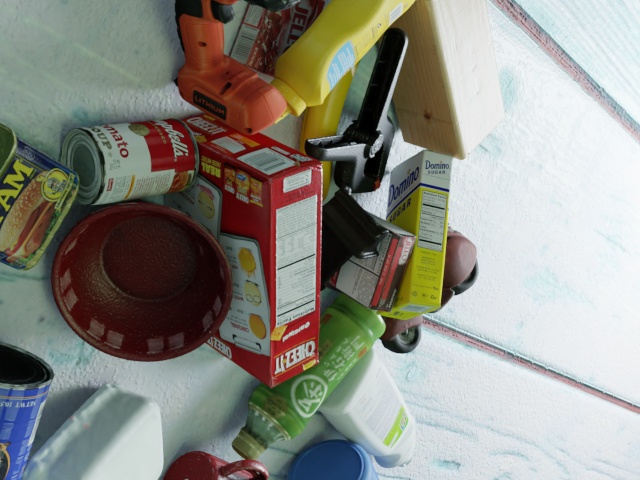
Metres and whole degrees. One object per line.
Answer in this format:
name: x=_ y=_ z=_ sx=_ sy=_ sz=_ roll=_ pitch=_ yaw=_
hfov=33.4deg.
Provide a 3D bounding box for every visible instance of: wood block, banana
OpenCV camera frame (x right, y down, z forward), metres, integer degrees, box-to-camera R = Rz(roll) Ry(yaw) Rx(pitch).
wood block: x=0.128 y=-0.202 z=1.164 sx=0.090 sy=0.091 sz=0.206 roll=-44 pitch=137 yaw=-27
banana: x=0.012 y=-0.134 z=1.119 sx=0.069 sy=0.037 sz=0.198 roll=7 pitch=105 yaw=-49

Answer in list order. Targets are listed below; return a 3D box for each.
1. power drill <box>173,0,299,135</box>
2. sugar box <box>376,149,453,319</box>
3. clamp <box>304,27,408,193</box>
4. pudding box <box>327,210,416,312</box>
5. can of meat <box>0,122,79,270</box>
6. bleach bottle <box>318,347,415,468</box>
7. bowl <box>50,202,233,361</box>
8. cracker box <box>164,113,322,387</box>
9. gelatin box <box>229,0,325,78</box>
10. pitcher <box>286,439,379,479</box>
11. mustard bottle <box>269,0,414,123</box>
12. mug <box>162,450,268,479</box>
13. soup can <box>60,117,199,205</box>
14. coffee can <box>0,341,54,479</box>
power drill: x=-0.077 y=-0.182 z=0.898 sx=0.057 sy=0.185 sz=0.187 roll=-39 pitch=144 yaw=-26
sugar box: x=0.105 y=-0.005 z=1.198 sx=0.048 sy=0.093 sz=0.176 roll=9 pitch=75 yaw=-19
clamp: x=0.038 y=-0.101 z=1.112 sx=0.164 sy=0.036 sz=0.210 roll=-51 pitch=160 yaw=-24
pudding box: x=0.048 y=0.018 z=1.179 sx=0.039 sy=0.114 sz=0.090 roll=10 pitch=103 yaw=-39
can of meat: x=-0.256 y=-0.034 z=0.869 sx=0.102 sy=0.058 sz=0.083 roll=-60 pitch=143 yaw=-4
bleach bottle: x=0.065 y=0.227 z=1.350 sx=0.102 sy=0.068 sz=0.250 roll=-56 pitch=142 yaw=-22
bowl: x=-0.159 y=0.029 z=0.971 sx=0.162 sy=0.055 sz=0.162 roll=-1 pitch=116 yaw=-1
cracker box: x=-0.073 y=0.005 z=1.003 sx=0.071 sy=0.164 sz=0.214 roll=-22 pitch=125 yaw=-36
gelatin box: x=-0.040 y=-0.203 z=1.031 sx=0.073 sy=0.030 sz=0.089 roll=13 pitch=101 yaw=-50
pitcher: x=0.049 y=0.363 z=1.356 sx=0.149 sy=0.145 sz=0.243 roll=-56 pitch=140 yaw=-38
mustard bottle: x=0.013 y=-0.186 z=1.012 sx=0.191 sy=0.058 sz=0.096 roll=-49 pitch=174 yaw=-6
mug: x=-0.110 y=0.272 z=1.156 sx=0.117 sy=0.093 sz=0.081 roll=-33 pitch=138 yaw=18
soup can: x=-0.167 y=-0.070 z=0.936 sx=0.102 sy=0.069 sz=0.068 roll=-12 pitch=119 yaw=-43
coffee can: x=-0.294 y=0.164 z=0.897 sx=0.102 sy=0.103 sz=0.140 roll=9 pitch=103 yaw=-49
